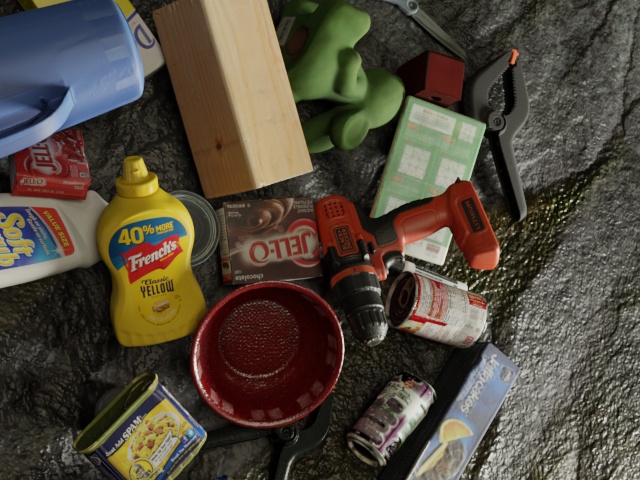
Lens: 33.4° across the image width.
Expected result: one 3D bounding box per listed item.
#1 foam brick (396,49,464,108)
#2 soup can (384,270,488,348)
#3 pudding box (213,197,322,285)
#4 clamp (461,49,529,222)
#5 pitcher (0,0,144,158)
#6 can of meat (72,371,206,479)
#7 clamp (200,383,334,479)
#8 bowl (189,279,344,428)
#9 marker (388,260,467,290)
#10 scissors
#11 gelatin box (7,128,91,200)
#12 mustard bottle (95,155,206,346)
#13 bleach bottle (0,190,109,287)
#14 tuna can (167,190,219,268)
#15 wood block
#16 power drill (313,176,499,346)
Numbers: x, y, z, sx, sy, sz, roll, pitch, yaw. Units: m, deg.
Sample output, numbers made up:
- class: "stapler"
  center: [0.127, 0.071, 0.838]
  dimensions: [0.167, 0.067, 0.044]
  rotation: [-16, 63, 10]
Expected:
- class: "foam brick"
  center: [0.128, -0.187, 1.272]
  dimensions: [0.053, 0.078, 0.051]
  rotation: [12, 77, -21]
- class: "soup can"
  center: [0.135, 0.081, 1.237]
  dimensions: [0.102, 0.069, 0.068]
  rotation: [18, 74, -22]
- class: "pudding box"
  center: [-0.058, 0.001, 1.174]
  dimensions: [0.113, 0.039, 0.090]
  rotation: [-5, 84, -26]
- class: "clamp"
  center: [0.200, -0.143, 1.321]
  dimensions: [0.164, 0.036, 0.210]
  rotation: [16, 79, -23]
- class: "pitcher"
  center: [-0.292, -0.144, 1.006]
  dimensions: [0.242, 0.145, 0.149]
  rotation: [-22, 87, -17]
- class: "can of meat"
  center: [-0.171, 0.192, 1.026]
  dimensions: [0.102, 0.058, 0.084]
  rotation: [-46, 108, -20]
- class: "clamp"
  center: [-0.041, 0.219, 1.146]
  dimensions: [0.171, 0.039, 0.120]
  rotation: [-33, 94, -26]
- class: "bowl"
  center: [-0.059, 0.111, 1.116]
  dimensions: [0.162, 0.055, 0.162]
  rotation: [-3, 106, -13]
- class: "marker"
  center: [0.121, 0.041, 1.258]
  dimensions: [0.121, 0.020, 0.020]
  rotation: [22, 73, -26]
- class: "scissors"
  center: [0.109, -0.309, 1.317]
  dimensions: [0.201, 0.016, 0.096]
  rotation: [24, 72, -20]
- class: "gelatin box"
  center: [-0.272, -0.079, 1.065]
  dimensions: [0.073, 0.030, 0.089]
  rotation: [5, 39, -24]
- class: "mustard bottle"
  center: [-0.172, 0.008, 1.064]
  dimensions: [0.096, 0.058, 0.192]
  rotation: [-12, 115, -15]
- class: "bleach bottle"
  center: [-0.304, -0.008, 1.048]
  dimensions: [0.250, 0.068, 0.102]
  rotation: [-13, 88, -29]
- class: "tuna can"
  center: [-0.151, -0.010, 1.135]
  dimensions: [0.086, 0.034, 0.086]
  rotation: [4, 80, -25]
- class: "wood block"
  center: [-0.093, -0.158, 1.132]
  dimensions: [0.090, 0.091, 0.206]
  rotation: [-21, 99, -43]
- class: "power drill"
  center: [0.098, 0.015, 1.181]
  dimensions: [0.187, 0.057, 0.184]
  rotation: [-14, 63, -8]
